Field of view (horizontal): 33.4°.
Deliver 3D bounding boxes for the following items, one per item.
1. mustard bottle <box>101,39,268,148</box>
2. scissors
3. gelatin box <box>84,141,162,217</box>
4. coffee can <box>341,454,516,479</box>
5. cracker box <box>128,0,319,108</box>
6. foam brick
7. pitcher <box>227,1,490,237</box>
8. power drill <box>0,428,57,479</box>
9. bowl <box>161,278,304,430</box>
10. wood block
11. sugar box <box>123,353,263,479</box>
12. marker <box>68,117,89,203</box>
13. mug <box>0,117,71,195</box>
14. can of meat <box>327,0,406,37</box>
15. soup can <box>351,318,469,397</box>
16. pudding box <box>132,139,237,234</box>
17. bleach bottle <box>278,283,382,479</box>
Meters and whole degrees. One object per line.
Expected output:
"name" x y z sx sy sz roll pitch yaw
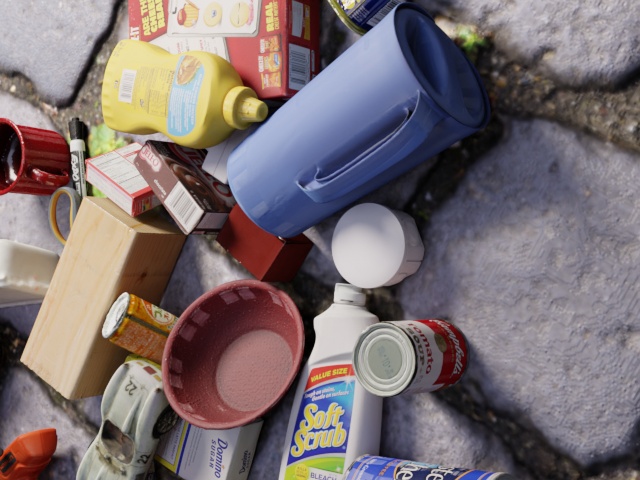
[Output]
"mustard bottle" -0.132 -0.142 1.065 0.192 0.058 0.096 15 96 34
"scissors" -0.270 0.034 1.258 0.096 0.016 0.202 -9 97 15
"gelatin box" -0.207 -0.069 1.186 0.089 0.073 0.030 35 134 30
"coffee can" 0.097 0.250 0.951 0.141 0.102 0.103 1 88 34
"cracker box" -0.103 -0.217 1.125 0.214 0.072 0.164 -2 87 35
"foam brick" -0.057 0.001 1.097 0.078 0.052 0.051 41 110 29
"pitcher" 0.025 -0.096 0.994 0.243 0.149 0.145 -34 70 32
"power drill" -0.312 0.318 1.235 0.185 0.057 0.188 -41 64 40
"bowl" -0.079 0.123 1.085 0.162 0.055 0.162 -12 59 21
"wood block" -0.243 0.064 1.195 0.090 0.090 0.206 31 105 27
"sugar box" -0.148 0.198 1.154 0.176 0.048 0.093 25 106 29
"marker" -0.289 -0.088 1.277 0.020 0.020 0.121 -10 83 33
"mug" -0.347 -0.092 1.279 0.117 0.081 0.093 25 102 32
"can of meat" 0.045 -0.263 1.037 0.084 0.057 0.102 -40 68 23
"soup can" 0.082 0.105 0.968 0.069 0.102 0.068 -2 87 34
"pudding box" -0.133 -0.056 1.128 0.039 0.089 0.113 -49 65 25
"bleach bottle" 0.011 0.167 1.039 0.103 0.068 0.251 4 88 34
